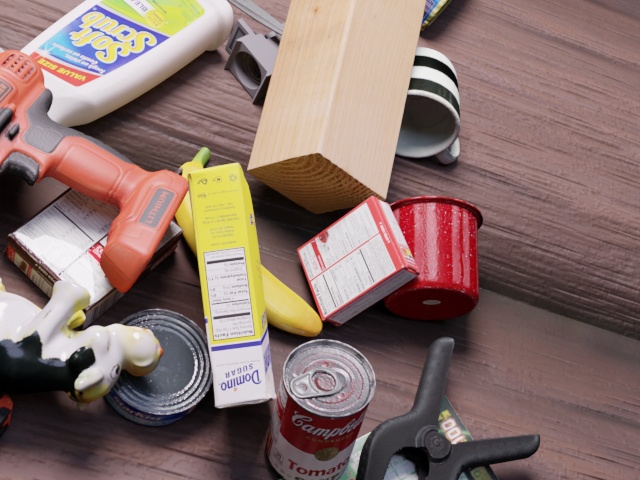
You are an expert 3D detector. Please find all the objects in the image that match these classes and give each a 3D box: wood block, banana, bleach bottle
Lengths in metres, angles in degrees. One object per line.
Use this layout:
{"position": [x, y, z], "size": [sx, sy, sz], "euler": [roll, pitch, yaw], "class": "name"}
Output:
{"position": [0.017, -0.139, 0.937], "size": [0.090, 0.090, 0.206], "euler": [30, 62, -38], "class": "wood block"}
{"position": [-0.073, 0.004, 0.891], "size": [0.069, 0.037, 0.198], "euler": [-24, 73, -30], "class": "banana"}
{"position": [-0.192, -0.149, 0.917], "size": [0.102, 0.068, 0.250], "euler": [41, 59, 4], "class": "bleach bottle"}

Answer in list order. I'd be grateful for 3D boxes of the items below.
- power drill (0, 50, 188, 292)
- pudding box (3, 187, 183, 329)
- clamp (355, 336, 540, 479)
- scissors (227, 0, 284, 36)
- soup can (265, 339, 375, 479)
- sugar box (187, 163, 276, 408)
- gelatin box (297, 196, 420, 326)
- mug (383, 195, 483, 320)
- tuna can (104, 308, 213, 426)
{"position": [-0.201, -0.043, 0.783], "size": [0.187, 0.057, 0.184], "euler": [34, 43, -10], "class": "power drill"}
{"position": [-0.179, 0.001, 0.852], "size": [0.090, 0.039, 0.113], "euler": [42, 54, 6], "class": "pudding box"}
{"position": [0.096, 0.169, 0.847], "size": [0.120, 0.039, 0.171], "euler": [38, 61, 10], "class": "clamp"}
{"position": [-0.098, -0.257, 1.015], "size": [0.202, 0.016, 0.096], "euler": [27, 48, 10], "class": "scissors"}
{"position": [-0.002, 0.132, 0.800], "size": [0.068, 0.102, 0.068], "euler": [6, 46, -7], "class": "soup can"}
{"position": [-0.066, 0.037, 0.812], "size": [0.048, 0.093, 0.176], "euler": [-10, 82, 0], "class": "sugar box"}
{"position": [0.030, 0.018, 0.890], "size": [0.030, 0.089, 0.073], "euler": [23, 38, -51], "class": "gelatin box"}
{"position": [0.101, 0.023, 0.927], "size": [0.117, 0.093, 0.081], "euler": [32, 52, -47], "class": "mug"}
{"position": [-0.126, 0.098, 0.820], "size": [0.086, 0.034, 0.086], "euler": [9, 60, -16], "class": "tuna can"}
